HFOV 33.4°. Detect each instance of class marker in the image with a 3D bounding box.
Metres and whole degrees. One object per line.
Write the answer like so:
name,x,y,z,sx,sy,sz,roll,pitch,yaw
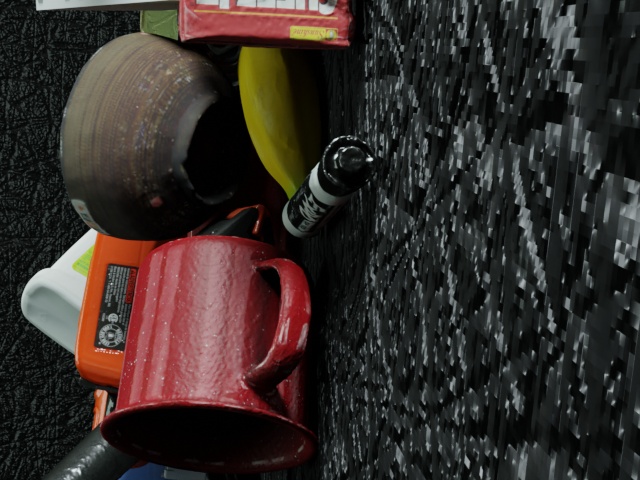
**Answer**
marker,0.001,-0.019,0.411,0.121,0.020,0.020,137,135,-78

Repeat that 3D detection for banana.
banana,-0.025,-0.073,0.549,0.198,0.037,0.070,-104,19,-63

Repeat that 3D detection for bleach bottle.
bleach bottle,-0.143,-0.004,0.920,0.068,0.102,0.250,-51,4,45

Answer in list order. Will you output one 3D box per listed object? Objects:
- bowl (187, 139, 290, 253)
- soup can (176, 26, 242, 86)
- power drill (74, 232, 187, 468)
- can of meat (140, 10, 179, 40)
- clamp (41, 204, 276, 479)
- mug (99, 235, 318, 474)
bowl,-0.054,0.001,0.665,0.162,0.055,0.162,-178,90,-81
soup can,-0.075,-0.162,0.820,0.102,0.068,0.068,-106,21,-68
power drill,-0.118,0.047,0.697,0.188,0.057,0.184,111,163,-69
can of meat,-0.118,-0.225,1.026,0.084,0.102,0.057,-97,12,-59
clamp,-0.055,0.083,0.546,0.036,0.164,0.210,-7,54,41
mug,-0.039,0.046,0.462,0.117,0.093,0.081,-40,40,52
